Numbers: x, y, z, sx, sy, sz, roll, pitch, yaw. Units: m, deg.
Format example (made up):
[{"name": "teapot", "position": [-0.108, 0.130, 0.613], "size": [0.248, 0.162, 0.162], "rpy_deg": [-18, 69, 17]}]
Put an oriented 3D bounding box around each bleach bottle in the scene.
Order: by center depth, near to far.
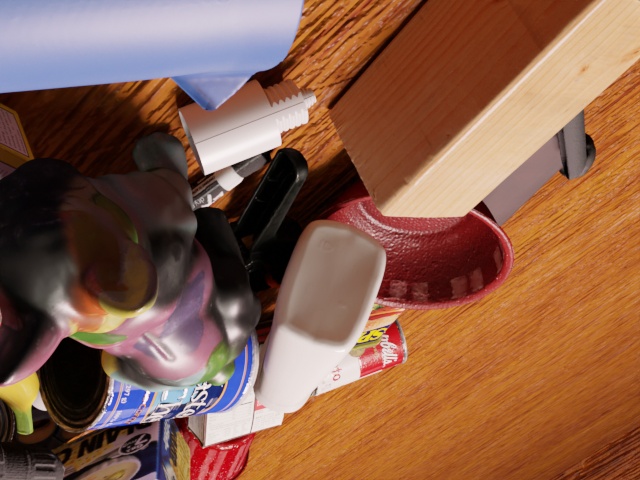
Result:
[{"name": "bleach bottle", "position": [-0.014, 0.077, 0.869], "size": [0.068, 0.102, 0.251], "rpy_deg": [21, 156, -2]}]

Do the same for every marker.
[{"name": "marker", "position": [-0.081, -0.031, 0.732], "size": [0.121, 0.020, 0.020], "rpy_deg": [-35, 155, 18]}]

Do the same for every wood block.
[{"name": "wood block", "position": [0.110, -0.110, 0.674], "size": [0.090, 0.091, 0.206], "rpy_deg": [-1, 146, -44]}]

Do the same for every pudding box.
[{"name": "pudding box", "position": [-0.075, 0.132, 1.001], "size": [0.089, 0.039, 0.113], "rpy_deg": [-11, 124, -29]}]

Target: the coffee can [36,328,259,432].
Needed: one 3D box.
[{"name": "coffee can", "position": [-0.132, 0.089, 0.824], "size": [0.140, 0.103, 0.103], "rpy_deg": [1, 145, -45]}]

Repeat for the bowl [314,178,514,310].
[{"name": "bowl", "position": [0.071, -0.009, 0.837], "size": [0.162, 0.055, 0.162], "rpy_deg": [6, 147, 4]}]

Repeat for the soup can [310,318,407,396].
[{"name": "soup can", "position": [0.026, 0.107, 1.063], "size": [0.102, 0.068, 0.068], "rpy_deg": [-19, 155, -16]}]

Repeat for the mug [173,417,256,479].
[{"name": "mug", "position": [-0.119, 0.193, 1.070], "size": [0.117, 0.093, 0.082], "rpy_deg": [-12, 148, -27]}]

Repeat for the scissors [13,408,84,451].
[{"name": "scissors", "position": [-0.271, 0.198, 1.018], "size": [0.096, 0.016, 0.202], "rpy_deg": [2, 144, -44]}]

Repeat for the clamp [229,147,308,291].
[{"name": "clamp", "position": [-0.055, 0.001, 0.779], "size": [0.165, 0.036, 0.209], "rpy_deg": [-32, 163, 11]}]
